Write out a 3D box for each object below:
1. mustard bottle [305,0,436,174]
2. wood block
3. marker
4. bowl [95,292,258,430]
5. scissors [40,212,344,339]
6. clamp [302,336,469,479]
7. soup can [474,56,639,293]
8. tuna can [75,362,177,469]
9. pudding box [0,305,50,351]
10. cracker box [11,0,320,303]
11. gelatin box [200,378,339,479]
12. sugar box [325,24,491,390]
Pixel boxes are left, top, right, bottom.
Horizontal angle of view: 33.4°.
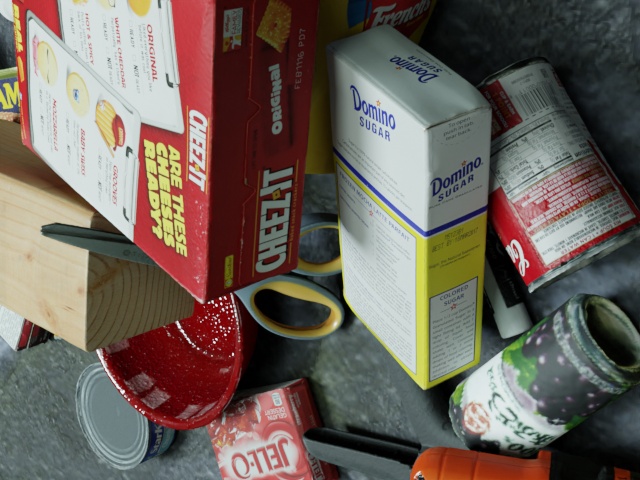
[{"bbox_3d":[0.026,-0.131,0.573,0.058,0.096,0.192,38,123,30],"label":"mustard bottle"},{"bbox_3d":[-0.186,-0.012,0.711,0.206,0.090,0.090,21,114,36],"label":"wood block"},{"bbox_3d":[0.089,-0.004,0.603,0.020,0.020,0.121,-25,85,41],"label":"marker"},{"bbox_3d":[-0.095,0.047,0.748,0.162,0.055,0.162,12,108,38],"label":"bowl"},{"bbox_3d":[-0.054,0.001,0.635,0.096,0.201,0.016,-52,33,13],"label":"scissors"},{"bbox_3d":[0.071,0.122,0.639,0.172,0.039,0.120,31,124,24],"label":"clamp"},{"bbox_3d":[0.112,-0.034,0.544,0.069,0.068,0.102,-37,77,40],"label":"soup can"},{"bbox_3d":[-0.151,0.132,0.831,0.086,0.033,0.086,11,108,38],"label":"tuna can"},{"bbox_3d":[-0.264,0.024,0.896,0.114,0.039,0.090,39,123,24],"label":"pudding box"},{"bbox_3d":[-0.092,-0.091,0.580,0.214,0.071,0.164,35,132,40],"label":"cracker box"},{"bbox_3d":[-0.037,0.139,0.739,0.089,0.030,0.073,-17,90,42],"label":"gelatin box"},{"bbox_3d":[0.047,-0.015,0.566,0.093,0.048,0.176,48,150,42],"label":"sugar box"}]
